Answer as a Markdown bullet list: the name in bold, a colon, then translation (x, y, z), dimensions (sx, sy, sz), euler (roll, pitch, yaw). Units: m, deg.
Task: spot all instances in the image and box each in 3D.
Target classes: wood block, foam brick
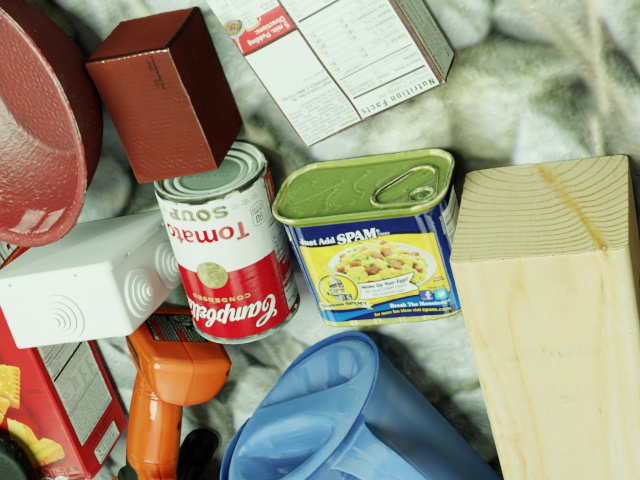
- **wood block**: translation (0.141, 0.066, 0.605), dimensions (0.090, 0.090, 0.206), euler (-5, 123, 19)
- **foam brick**: translation (-0.084, -0.080, 0.592), dimensions (0.053, 0.051, 0.078), euler (-6, 123, 20)

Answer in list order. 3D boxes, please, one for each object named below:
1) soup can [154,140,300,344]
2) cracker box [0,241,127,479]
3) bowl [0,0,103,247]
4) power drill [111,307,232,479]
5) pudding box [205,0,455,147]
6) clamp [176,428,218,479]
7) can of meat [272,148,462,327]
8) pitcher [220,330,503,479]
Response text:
- **soup can**: translation (-0.054, 0.001, 0.632), dimensions (0.069, 0.068, 0.102), euler (0, 124, 17)
- **cracker box**: translation (-0.250, 0.072, 0.741), dimensions (0.164, 0.072, 0.213), euler (-2, 124, 20)
- **bowl**: translation (-0.176, -0.079, 0.602), dimensions (0.162, 0.055, 0.162), euler (20, 129, 26)
- **power drill**: translation (-0.101, 0.149, 0.679), dimensions (0.057, 0.185, 0.188), euler (4, 107, -23)
- **pudding box**: translation (0.003, -0.114, 0.549), dimensions (0.090, 0.039, 0.113), euler (-22, 118, 29)
- **clamp**: translation (-0.117, 0.228, 0.798), dimensions (0.039, 0.120, 0.172), euler (15, 138, -28)
- **can of meat**: translation (0.035, 0.001, 0.612), dimensions (0.102, 0.057, 0.084), euler (-6, 126, 21)
- **pitcher**: translation (0.066, 0.183, 0.686), dimensions (0.145, 0.149, 0.242), euler (-35, 113, 28)
